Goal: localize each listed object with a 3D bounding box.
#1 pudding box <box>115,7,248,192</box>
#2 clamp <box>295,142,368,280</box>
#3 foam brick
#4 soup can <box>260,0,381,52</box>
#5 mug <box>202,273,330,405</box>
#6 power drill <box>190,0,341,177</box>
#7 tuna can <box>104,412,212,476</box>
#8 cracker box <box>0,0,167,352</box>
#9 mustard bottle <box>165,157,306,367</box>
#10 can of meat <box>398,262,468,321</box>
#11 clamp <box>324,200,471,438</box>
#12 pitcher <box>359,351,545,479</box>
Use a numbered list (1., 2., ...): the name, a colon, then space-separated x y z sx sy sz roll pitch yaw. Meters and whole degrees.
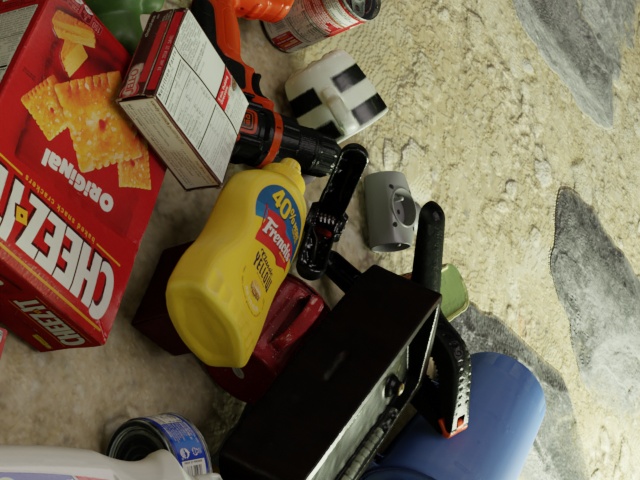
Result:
1. pudding box: -0.102 -0.106 0.811 0.113 0.039 0.090 55 41 -46
2. clamp: 0.009 -0.026 0.946 0.039 0.171 0.120 28 91 -4
3. foam brick: -0.105 0.046 0.860 0.051 0.053 0.078 45 47 -32
4. soup can: -0.001 -0.229 1.039 0.068 0.102 0.068 20 63 -46
5. mug: -0.039 0.080 0.883 0.093 0.117 0.081 47 49 -12
6. power drill: -0.059 -0.154 0.952 0.184 0.057 0.187 14 63 -30
7. tuna can: -0.119 0.170 0.775 0.033 0.086 0.086 1 77 -49
8. cracker box: -0.190 -0.054 0.755 0.164 0.072 0.213 50 42 -43
9. mustard bottle: -0.055 0.001 0.843 0.191 0.058 0.096 -66 145 -42
10. can of meat: 0.088 0.064 1.063 0.101 0.084 0.057 -27 99 -51
11. clamp: 0.089 0.074 0.966 0.036 0.165 0.210 -18 78 -40
12. pitcher: 0.128 0.203 1.041 0.242 0.145 0.149 -43 133 -52
